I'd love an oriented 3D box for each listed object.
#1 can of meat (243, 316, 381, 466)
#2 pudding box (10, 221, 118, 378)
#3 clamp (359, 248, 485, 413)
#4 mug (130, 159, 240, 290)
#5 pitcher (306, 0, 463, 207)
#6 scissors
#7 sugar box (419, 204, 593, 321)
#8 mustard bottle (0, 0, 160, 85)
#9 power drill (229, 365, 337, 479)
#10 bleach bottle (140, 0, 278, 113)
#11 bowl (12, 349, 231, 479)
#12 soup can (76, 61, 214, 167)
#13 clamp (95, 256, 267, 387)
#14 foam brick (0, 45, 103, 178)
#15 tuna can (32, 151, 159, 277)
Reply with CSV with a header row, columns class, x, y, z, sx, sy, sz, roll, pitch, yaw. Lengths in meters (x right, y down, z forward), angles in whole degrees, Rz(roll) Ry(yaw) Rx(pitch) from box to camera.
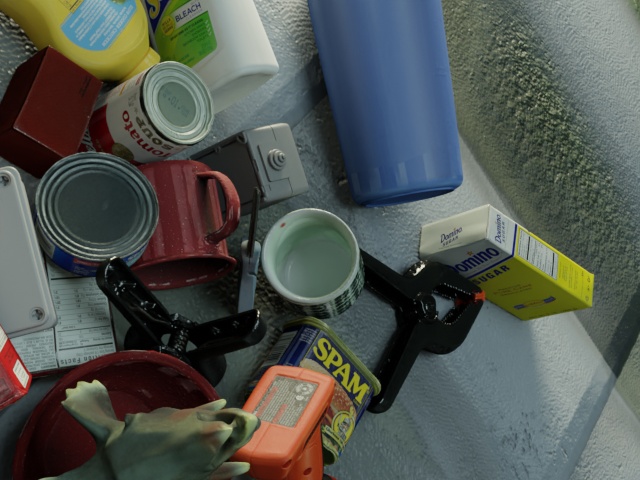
class,x,y,z,sx,sy,sz,roll,pitch,yaw
can of meat,-0.008,0.130,0.911,0.102,0.058,0.083,49,52,-21
pudding box,-0.199,0.042,0.773,0.089,0.039,0.113,-3,81,-44
clamp,0.092,0.079,1.032,0.209,0.036,0.164,2,74,-45
mug,-0.109,-0.016,0.825,0.093,0.117,0.081,7,67,-49
pitcher,0.071,-0.159,1.033,0.149,0.145,0.243,-9,86,-10
scissors,-0.056,0.001,0.843,0.016,0.202,0.096,4,46,-6
sugar box,0.194,0.028,1.107,0.176,0.094,0.048,27,60,-34
mustard bottle,-0.193,-0.182,0.836,0.191,0.058,0.096,44,50,-24
power drill,-0.030,0.204,0.804,0.184,0.057,0.188,-59,153,-50
bleach bottle,-0.123,-0.237,0.905,0.067,0.103,0.251,-13,80,-53
bowl,-0.145,0.155,0.757,0.161,0.055,0.162,-1,92,-30
soup can,-0.138,-0.091,0.827,0.068,0.102,0.068,15,67,-40
clamp,-0.095,0.075,0.773,0.120,0.171,0.039,21,63,12
foam brick,-0.207,-0.095,0.800,0.053,0.051,0.078,34,56,-32
tuna can,-0.160,-0.018,0.758,0.086,0.034,0.086,8,62,-17
